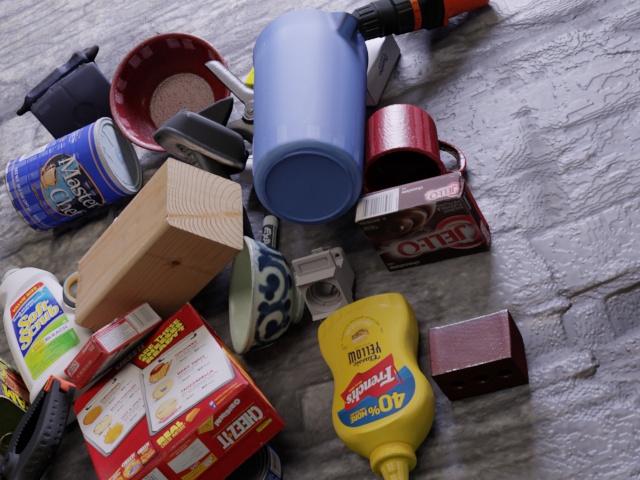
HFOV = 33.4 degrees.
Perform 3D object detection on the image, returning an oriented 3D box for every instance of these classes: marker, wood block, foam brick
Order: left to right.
[{"bbox_3d":[-0.175,0.017,1.142,0.206,0.090,0.090,-41,40,39],"label":"wood block"},{"bbox_3d":[-0.058,0.001,1.198,0.020,0.020,0.121,-14,49,21],"label":"marker"},{"bbox_3d":[0.144,0.105,0.970,0.078,0.053,0.051,-17,48,20],"label":"foam brick"}]

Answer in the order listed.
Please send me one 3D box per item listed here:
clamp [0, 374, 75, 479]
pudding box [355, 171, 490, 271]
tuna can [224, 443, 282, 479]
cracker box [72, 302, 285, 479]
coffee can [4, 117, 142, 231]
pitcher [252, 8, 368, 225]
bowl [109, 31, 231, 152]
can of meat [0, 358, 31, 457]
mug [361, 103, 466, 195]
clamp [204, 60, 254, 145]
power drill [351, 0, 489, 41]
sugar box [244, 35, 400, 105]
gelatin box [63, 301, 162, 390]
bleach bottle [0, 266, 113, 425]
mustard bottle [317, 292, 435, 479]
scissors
[{"bbox_3d":[-0.313,0.241,1.095,0.165,0.036,0.210,-17,48,53],"label":"clamp"},{"bbox_3d":[0.103,-0.017,1.067,0.114,0.090,0.039,-11,48,24],"label":"pudding box"},{"bbox_3d":[-0.080,0.225,1.022,0.086,0.033,0.086,-17,48,19],"label":"tuna can"},{"bbox_3d":[-0.144,0.169,1.041,0.164,0.072,0.214,-41,26,-5],"label":"cracker box"},{"bbox_3d":[-0.313,-0.083,1.360,0.140,0.102,0.103,-22,47,15],"label":"coffee can"},{"bbox_3d":[-0.017,-0.124,1.138,0.145,0.149,0.243,-6,41,7],"label":"pitcher"},{"bbox_3d":[-0.186,-0.183,1.373,0.162,0.055,0.162,-2,78,11],"label":"bowl"},{"bbox_3d":[-0.352,0.180,1.175,0.057,0.102,0.084,-37,43,1],"label":"can of meat"},{"bbox_3d":[0.098,-0.090,1.139,0.117,0.093,0.081,4,46,-4],"label":"mug"},{"bbox_3d":[-0.082,-0.162,1.299,0.171,0.039,0.120,3,84,14],"label":"clamp"},{"bbox_3d":[0.091,-0.315,1.308,0.184,0.057,0.188,-18,45,-13],"label":"power drill"},{"bbox_3d":[0.002,-0.214,1.317,0.177,0.048,0.093,3,57,34],"label":"sugar box"},{"bbox_3d":[-0.217,0.109,1.115,0.073,0.030,0.089,-46,-7,39],"label":"gelatin box"},{"bbox_3d":[-0.326,0.106,1.245,0.102,0.068,0.251,-39,43,-10],"label":"bleach bottle"},{"bbox_3d":[0.055,0.144,0.989,0.096,0.058,0.191,-22,47,14],"label":"mustard bottle"},{"bbox_3d":[-0.271,0.022,1.280,0.096,0.016,0.202,-2,41,-25],"label":"scissors"}]
